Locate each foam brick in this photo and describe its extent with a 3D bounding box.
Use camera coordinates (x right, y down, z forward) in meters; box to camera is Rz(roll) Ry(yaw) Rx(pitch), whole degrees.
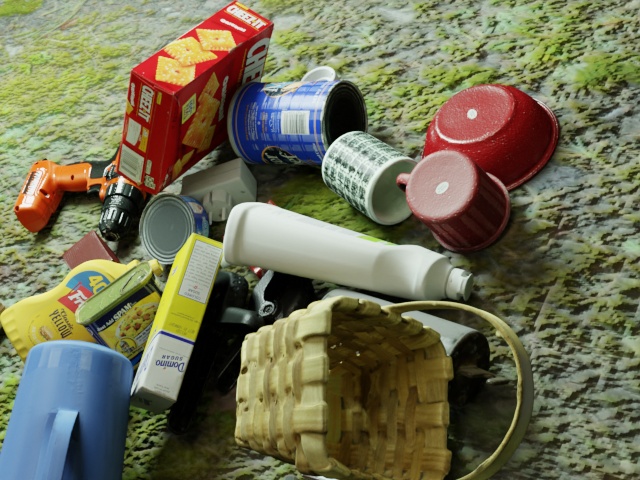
[{"bbox_3d":[-0.276,0.036,1.322,0.053,0.051,0.078,-38,43,-4],"label":"foam brick"}]

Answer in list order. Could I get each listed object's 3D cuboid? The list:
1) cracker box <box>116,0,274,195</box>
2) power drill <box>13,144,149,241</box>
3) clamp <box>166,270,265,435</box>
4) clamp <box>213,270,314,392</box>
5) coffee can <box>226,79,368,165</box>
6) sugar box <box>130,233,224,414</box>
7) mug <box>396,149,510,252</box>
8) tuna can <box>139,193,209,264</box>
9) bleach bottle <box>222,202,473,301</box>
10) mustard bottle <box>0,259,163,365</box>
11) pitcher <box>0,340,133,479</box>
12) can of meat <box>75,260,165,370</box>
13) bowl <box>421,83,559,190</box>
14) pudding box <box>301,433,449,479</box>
[{"bbox_3d":[-0.151,-0.175,1.310,0.072,0.164,0.213,32,45,14],"label":"cracker box"},{"bbox_3d":[-0.314,-0.061,1.431,0.188,0.057,0.184,-8,44,21],"label":"power drill"},{"bbox_3d":[-0.116,0.102,1.147,0.165,0.036,0.210,-54,19,16],"label":"clamp"},{"bbox_3d":[-0.041,0.087,1.144,0.120,0.039,0.171,-1,55,31],"label":"clamp"},{"bbox_3d":[-0.028,-0.143,1.299,0.141,0.102,0.102,4,54,33],"label":"coffee can"},{"bbox_3d":[-0.153,0.089,1.127,0.093,0.048,0.176,136,155,-64],"label":"sugar box"},{"bbox_3d":[0.131,-0.047,1.112,0.117,0.081,0.093,23,84,35],"label":"mug"},{"bbox_3d":[-0.176,-0.014,1.290,0.086,0.033,0.086,-1,88,32],"label":"tuna can"},{"bbox_3d":[0.032,0.019,1.102,0.251,0.102,0.068,14,99,22],"label":"bleach bottle"},{"bbox_3d":[-0.270,0.078,1.253,0.191,0.096,0.058,-31,1,1],"label":"mustard bottle"},{"bbox_3d":[-0.251,0.221,1.030,0.149,0.144,0.243,-13,59,34],"label":"pitcher"},{"bbox_3d":[-0.210,0.087,1.203,0.102,0.084,0.057,-36,23,-3],"label":"can of meat"},{"bbox_3d":[0.180,-0.124,1.193,0.162,0.055,0.162,-17,45,17],"label":"bowl"},{"bbox_3d":[0.050,0.199,0.990,0.114,0.039,0.090,7,57,37],"label":"pudding box"}]
